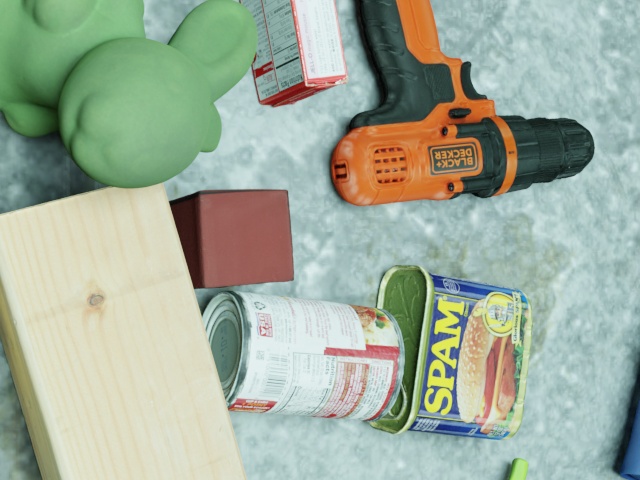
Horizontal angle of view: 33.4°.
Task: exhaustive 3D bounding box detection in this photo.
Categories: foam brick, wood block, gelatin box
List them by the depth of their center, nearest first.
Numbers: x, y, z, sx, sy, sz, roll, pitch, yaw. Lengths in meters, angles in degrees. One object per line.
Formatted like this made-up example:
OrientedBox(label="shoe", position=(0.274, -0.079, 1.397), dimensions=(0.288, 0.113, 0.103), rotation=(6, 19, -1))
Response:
OrientedBox(label="wood block", position=(-0.107, 0.078, 0.559), dimensions=(0.090, 0.090, 0.206), rotation=(-17, 95, -23))
OrientedBox(label="foam brick", position=(-0.054, 0.001, 0.592), dimensions=(0.052, 0.078, 0.051), rotation=(-3, 87, -25))
OrientedBox(label="gelatin box", position=(-0.017, -0.127, 0.616), dimensions=(0.030, 0.073, 0.089), rotation=(-12, 93, -24))

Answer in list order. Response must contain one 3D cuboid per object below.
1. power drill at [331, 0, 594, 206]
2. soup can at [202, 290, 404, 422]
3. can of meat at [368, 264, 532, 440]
OrientedBox(label="power drill", position=(0.087, -0.119, 0.672), dimensions=(0.184, 0.057, 0.187), rotation=(-8, 91, -24))
OrientedBox(label="soup can", position=(-0.013, 0.067, 0.609), dimensions=(0.102, 0.069, 0.068), rotation=(9, 84, -29))
OrientedBox(label="can of meat", position=(0.081, 0.072, 0.662), dimensions=(0.083, 0.058, 0.102), rotation=(11, 84, -26))
